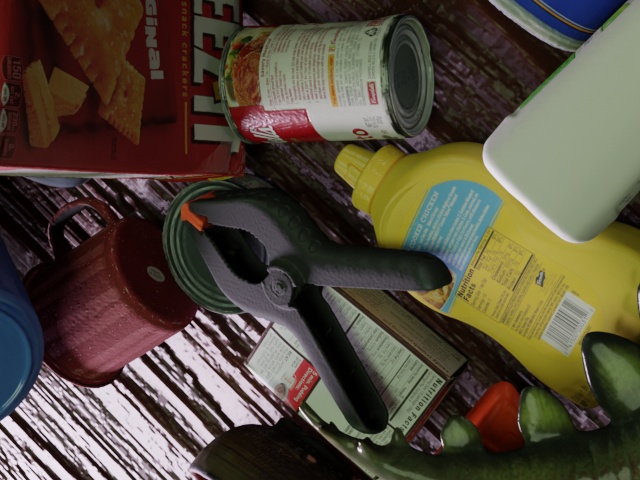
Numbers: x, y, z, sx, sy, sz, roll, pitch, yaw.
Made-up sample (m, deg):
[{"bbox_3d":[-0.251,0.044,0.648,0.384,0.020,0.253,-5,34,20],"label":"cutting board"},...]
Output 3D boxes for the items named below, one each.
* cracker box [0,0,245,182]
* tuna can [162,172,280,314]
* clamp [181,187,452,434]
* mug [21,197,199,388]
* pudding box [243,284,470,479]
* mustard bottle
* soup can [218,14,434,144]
[{"bbox_3d":[-0.119,-0.114,0.551,0.072,0.213,0.164,1,93,28],"label":"cracker box"},{"bbox_3d":[-0.054,0.001,0.668,0.086,0.033,0.086,8,107,26],"label":"tuna can"},{"bbox_3d":[-0.011,0.032,0.607,0.172,0.039,0.120,28,117,30],"label":"clamp"},{"bbox_3d":[-0.138,0.026,0.692,0.082,0.093,0.117,-31,77,26],"label":"mug"},{"bbox_3d":[0.020,0.075,0.647,0.113,0.039,0.090,39,117,12],"label":"pudding box"},{"bbox_3d":[0.089,0.002,0.576,0.192,0.058,0.096,32,127,17],"label":"mustard bottle"},{"bbox_3d":[0.004,-0.089,0.592,0.102,0.068,0.068,1,104,28],"label":"soup can"}]
